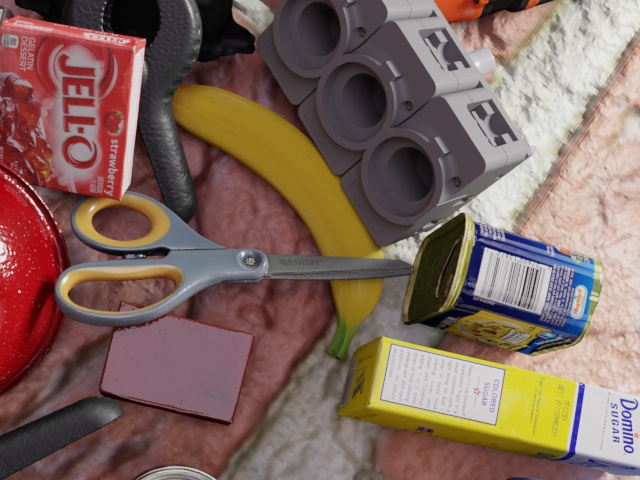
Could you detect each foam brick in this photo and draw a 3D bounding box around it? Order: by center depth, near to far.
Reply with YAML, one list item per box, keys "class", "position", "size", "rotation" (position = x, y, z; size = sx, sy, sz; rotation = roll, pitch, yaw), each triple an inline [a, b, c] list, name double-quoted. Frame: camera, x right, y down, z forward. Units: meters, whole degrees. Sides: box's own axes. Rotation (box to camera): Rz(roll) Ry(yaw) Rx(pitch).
- class: "foam brick"
  position: [-0.082, 0.071, 0.605]
  size: [0.078, 0.051, 0.053]
  rotation: [15, 78, -5]

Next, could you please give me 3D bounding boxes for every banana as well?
- class: "banana"
  position: [-0.018, -0.027, 0.642]
  size: [0.069, 0.037, 0.198]
  rotation: [-34, 85, -16]

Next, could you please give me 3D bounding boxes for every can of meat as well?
- class: "can of meat"
  position: [0.103, 0.029, 0.617]
  size: [0.084, 0.102, 0.057]
  rotation: [17, 76, -7]

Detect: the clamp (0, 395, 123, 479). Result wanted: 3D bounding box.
- class: "clamp"
  position: [-0.213, 0.161, 0.569]
  size: [0.210, 0.036, 0.164]
  rotation: [3, 89, 0]

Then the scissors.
- class: "scissors"
  position: [-0.054, 0.001, 0.609]
  size: [0.201, 0.016, 0.096]
  rotation: [-12, 57, -21]

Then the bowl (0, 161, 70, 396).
- class: "bowl"
  position: [-0.213, 0.029, 0.559]
  size: [0.162, 0.055, 0.162]
  rotation: [-3, 105, -13]

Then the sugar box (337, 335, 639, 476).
- class: "sugar box"
  position: [0.105, 0.097, 0.607]
  size: [0.176, 0.093, 0.048]
  rotation: [15, 77, -5]

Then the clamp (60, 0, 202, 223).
- class: "clamp"
  position: [-0.106, -0.090, 0.613]
  size: [0.120, 0.039, 0.172]
  rotation: [22, 109, -13]

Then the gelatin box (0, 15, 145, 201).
- class: "gelatin box"
  position: [-0.138, -0.072, 0.583]
  size: [0.073, 0.030, 0.089]
  rotation: [10, 112, -1]
